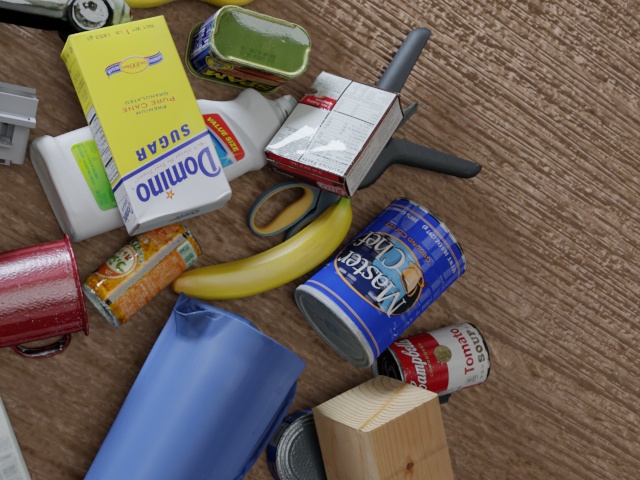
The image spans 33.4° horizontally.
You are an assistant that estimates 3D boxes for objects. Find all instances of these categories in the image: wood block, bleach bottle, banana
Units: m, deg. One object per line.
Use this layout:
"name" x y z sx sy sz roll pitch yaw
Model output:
"wood block" 0.071 0.247 1.020 0.090 0.090 0.206 -21 108 -32
"bleach bottle" -0.134 -0.089 0.997 0.250 0.068 0.102 -25 94 -23
"banana" -0.045 0.013 1.024 0.198 0.037 0.069 -31 118 0

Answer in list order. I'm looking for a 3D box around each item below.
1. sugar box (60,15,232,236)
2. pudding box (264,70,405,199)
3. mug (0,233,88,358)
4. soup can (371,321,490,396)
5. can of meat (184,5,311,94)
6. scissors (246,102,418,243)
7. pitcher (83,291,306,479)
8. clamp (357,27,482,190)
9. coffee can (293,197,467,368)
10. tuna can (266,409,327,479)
"sugar box" -0.151 -0.101 0.933 0.093 0.048 0.176 -20 82 -26
"pudding box" 0.014 -0.101 1.007 0.090 0.039 0.113 22 64 24
"mug" -0.252 0.056 0.939 0.081 0.093 0.117 -12 129 -17
"soup can" 0.112 0.126 1.081 0.102 0.069 0.068 -12 93 -22
"can of meat" -0.068 -0.180 1.012 0.102 0.084 0.057 12 84 -21
"scissors" 0.025 -0.049 1.049 0.201 0.016 0.096 -28 114 -3
"pitcher" -0.120 0.182 0.966 0.149 0.145 0.243 31 81 -5
"clamp" 0.062 -0.101 1.085 0.209 0.036 0.164 -31 98 -17
"coffee can" 0.059 0.041 1.044 0.140 0.103 0.103 -42 103 -18
"tuna can" -0.009 0.210 1.049 0.086 0.034 0.086 1 88 -21
